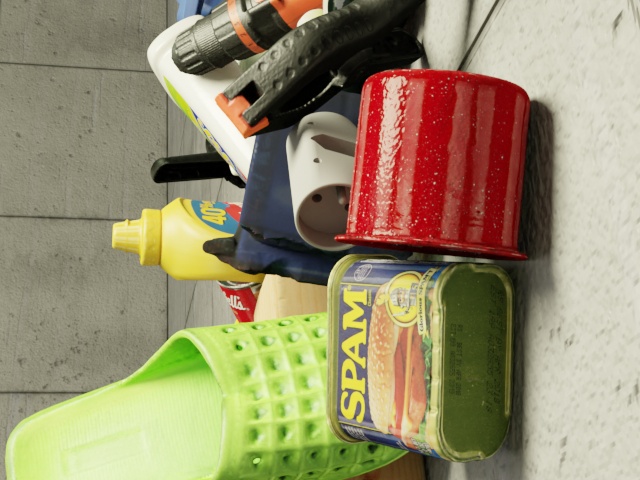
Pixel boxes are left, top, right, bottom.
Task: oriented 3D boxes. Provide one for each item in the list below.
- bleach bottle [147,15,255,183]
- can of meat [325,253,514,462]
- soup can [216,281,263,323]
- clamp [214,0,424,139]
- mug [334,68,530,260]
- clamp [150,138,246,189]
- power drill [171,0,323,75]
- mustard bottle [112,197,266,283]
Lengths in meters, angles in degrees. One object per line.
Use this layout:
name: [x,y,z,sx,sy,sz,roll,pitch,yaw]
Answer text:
bleach bottle: [-0.055,-0.080,0.916,0.251,0.068,0.102,52,175,30]
can of meat: [0.051,0.058,0.545,0.084,0.057,0.102,1,89,53]
soup can: [-0.040,0.055,0.915,0.068,0.068,0.102,-108,-5,-58]
clamp: [0.014,-0.108,0.622,0.039,0.171,0.120,51,165,18]
mug: [0.059,-0.035,0.526,0.117,0.093,0.081,18,-102,-80]
clamp: [-0.093,-0.079,1.125,0.036,0.164,0.210,-57,17,27]
power drill: [-0.046,-0.237,0.898,0.057,0.185,0.187,40,-143,-46]
mustard bottle: [-0.055,0.000,0.782,0.096,0.191,0.058,-119,32,-68]
